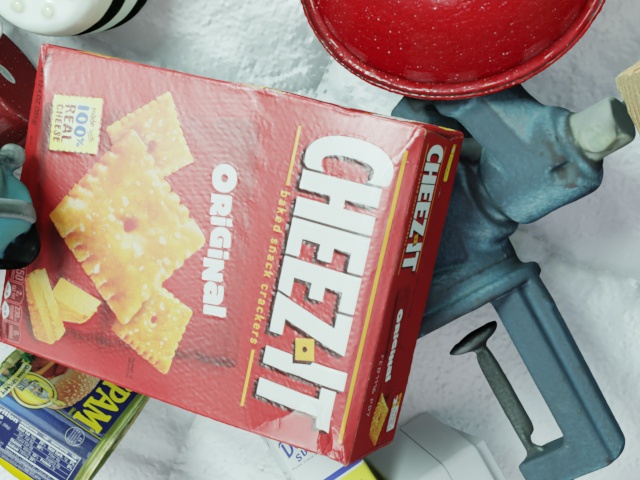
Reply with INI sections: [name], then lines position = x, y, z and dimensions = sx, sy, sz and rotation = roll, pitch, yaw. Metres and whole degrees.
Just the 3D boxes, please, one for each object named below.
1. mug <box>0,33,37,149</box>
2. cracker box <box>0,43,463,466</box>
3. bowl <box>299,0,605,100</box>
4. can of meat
[mug]
position = -0.216, -0.086, 0.625
dimensions = 0.081, 0.093, 0.117
rotation = -33, 64, 14
[cracker box]
position = -0.054, 0.001, 0.542
dimensions = 0.214, 0.072, 0.164
rotation = 15, 99, 22
[bowl]
position = 0.062, -0.152, 0.517
dimensions = 0.162, 0.055, 0.162
rotation = -4, 72, 12
[can of meat]
position = -0.163, 0.106, 0.669
dimensions = 0.084, 0.102, 0.057
rotation = 34, 112, -1
